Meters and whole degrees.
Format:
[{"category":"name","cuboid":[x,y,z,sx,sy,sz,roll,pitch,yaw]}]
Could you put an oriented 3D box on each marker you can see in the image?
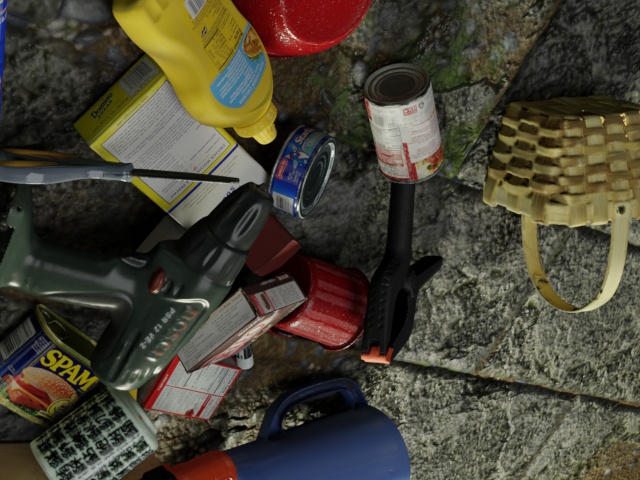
[{"category":"marker","cuboid":[-0.084,0.088,1.133,0.020,0.020,0.121,-20,132,-22]}]

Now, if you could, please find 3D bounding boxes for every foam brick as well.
[{"category":"foam brick","cuboid":[-0.057,0.001,1.038,0.051,0.053,0.078,-42,171,-1]}]

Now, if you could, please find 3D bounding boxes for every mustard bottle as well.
[{"category":"mustard bottle","cuboid":[-0.089,-0.152,0.888,0.191,0.058,0.096,54,48,-39]}]

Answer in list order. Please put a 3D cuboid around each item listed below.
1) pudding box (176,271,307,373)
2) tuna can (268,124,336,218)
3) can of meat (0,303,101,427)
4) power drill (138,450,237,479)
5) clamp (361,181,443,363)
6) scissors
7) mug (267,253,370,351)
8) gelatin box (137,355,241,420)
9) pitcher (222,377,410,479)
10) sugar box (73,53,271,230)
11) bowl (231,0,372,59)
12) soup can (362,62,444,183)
[{"category":"pudding box","cuboid":[-0.080,0.081,1.055,0.114,0.039,0.089,-42,168,30]},{"category":"tuna can","cuboid":[-0.017,-0.065,1.021,0.086,0.034,0.086,-60,164,-29]},{"category":"can of meat","cuboid":[-0.260,0.121,1.008,0.084,0.057,0.102,-41,136,2]},{"category":"power drill","cuboid":[-0.172,0.312,1.076,0.184,0.057,0.188,-17,133,-36]},{"category":"clamp","cuboid":[0.082,0.034,1.124,0.209,0.036,0.164,-65,146,-42]},{"category":"scissors","cuboid":[-0.175,-0.053,0.849,0.096,0.202,0.016,-36,133,-68]},{"category":"mug","cuboid":[-0.014,0.067,1.127,0.081,0.093,0.117,22,136,-39]},{"category":"gelatin box","cuboid":[-0.139,0.149,1.132,0.089,0.030,0.073,19,110,-40]},{"category":"pitcher","cuboid":[-0.025,0.262,1.214,0.242,0.149,0.145,-6,135,-42]},{"category":"sugar box","cuboid":[-0.128,-0.078,0.957,0.093,0.048,0.176,-44,140,0]},{"category":"bowl","cuboid":[-0.007,-0.222,0.924,0.161,0.055,0.162,-19,131,-24]},{"category":"soup can","cuboid":[0.083,-0.116,1.060,0.068,0.069,0.102,-29,134,-14]}]
